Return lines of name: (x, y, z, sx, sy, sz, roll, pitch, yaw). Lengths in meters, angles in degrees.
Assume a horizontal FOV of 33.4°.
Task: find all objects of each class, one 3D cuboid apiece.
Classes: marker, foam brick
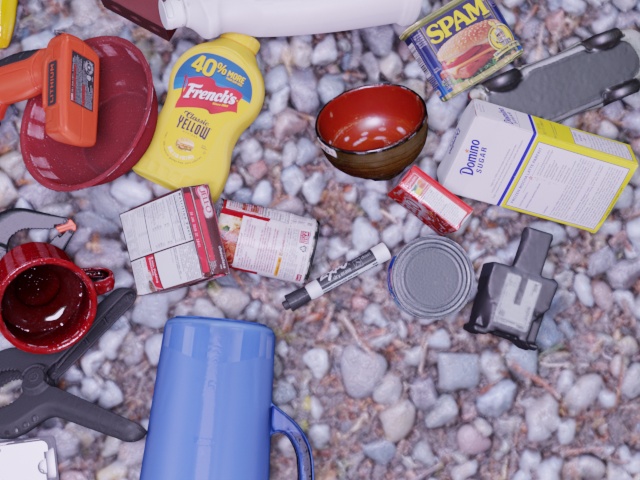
marker: (0.015, 0.038, 1.087, 0.121, 0.020, 0.020, -29, 89, -6)
foam brick: (-0.175, -0.245, 1.075, 0.078, 0.053, 0.051, 28, 84, -1)

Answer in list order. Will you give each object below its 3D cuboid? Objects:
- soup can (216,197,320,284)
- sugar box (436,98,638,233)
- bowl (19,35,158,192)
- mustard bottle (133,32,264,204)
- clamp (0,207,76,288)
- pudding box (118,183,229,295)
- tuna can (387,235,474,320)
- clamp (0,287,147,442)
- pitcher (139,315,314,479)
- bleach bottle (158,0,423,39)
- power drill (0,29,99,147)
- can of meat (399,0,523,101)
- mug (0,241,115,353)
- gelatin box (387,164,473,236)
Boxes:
soup can: (-0.057, 0.001, 1.059, 0.102, 0.068, 0.068, 13, 85, -5)
sugar box: (0.215, -0.074, 1.069, 0.176, 0.048, 0.093, 17, 124, -9)
bowl: (-0.214, -0.115, 1.039, 0.162, 0.055, 0.162, -11, 67, 26)
mustard bottle: (-0.110, -0.138, 1.069, 0.096, 0.058, 0.191, 25, 84, 4)
clamp: (-0.326, 0.011, 1.046, 0.171, 0.039, 0.120, -34, 106, -12)
pudding box: (-0.142, 0.002, 1.032, 0.039, 0.114, 0.090, -9, 85, -46)
tuna can: (0.112, 0.038, 1.088, 0.086, 0.034, 0.086, 0, 86, -5)
clamp: (-0.264, 0.129, 1.030, 0.210, 0.036, 0.164, -10, 54, 9)
pitcher: (-0.096, 0.198, 1.015, 0.149, 0.145, 0.243, 13, 79, -45)
bleach bottle: (-0.032, -0.240, 1.049, 0.250, 0.068, 0.102, -15, 62, -17)
power drill: (-0.303, -0.116, 1.013, 0.188, 0.057, 0.184, -5, 79, 23)
can of meat: (0.146, -0.202, 1.098, 0.102, 0.057, 0.084, -32, 92, -6)
mug: (-0.254, 0.046, 1.011, 0.117, 0.082, 0.093, -16, 112, -18)
gelatin box: (0.107, -0.038, 1.065, 0.073, 0.089, 0.030, 38, 85, -1)
